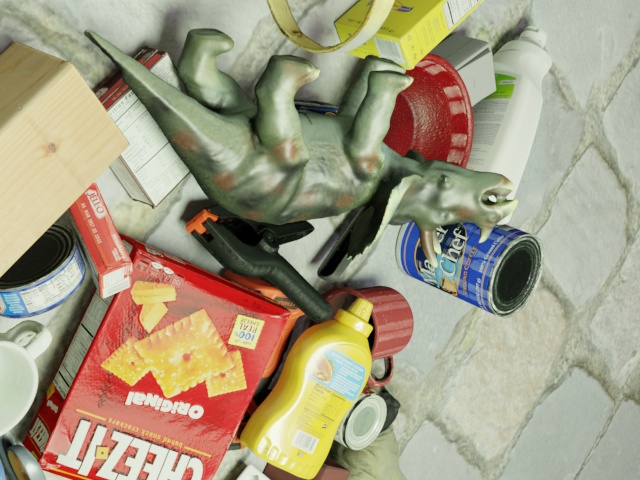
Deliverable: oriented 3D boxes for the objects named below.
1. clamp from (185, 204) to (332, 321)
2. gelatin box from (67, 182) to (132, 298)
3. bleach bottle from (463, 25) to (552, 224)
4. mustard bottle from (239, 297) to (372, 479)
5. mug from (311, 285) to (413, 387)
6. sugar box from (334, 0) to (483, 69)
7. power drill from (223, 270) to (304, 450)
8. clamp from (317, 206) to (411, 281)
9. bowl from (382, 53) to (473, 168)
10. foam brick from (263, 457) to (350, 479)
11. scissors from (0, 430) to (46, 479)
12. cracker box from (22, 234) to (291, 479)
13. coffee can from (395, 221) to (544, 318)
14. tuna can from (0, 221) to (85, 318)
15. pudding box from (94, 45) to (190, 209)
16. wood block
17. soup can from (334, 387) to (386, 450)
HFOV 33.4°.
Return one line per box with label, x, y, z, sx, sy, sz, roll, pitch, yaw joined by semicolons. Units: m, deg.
clamp;-0.057;0.001;1.049;0.039;0.120;0.171;-39;127;24
gelatin box;-0.180;0.001;0.869;0.030;0.073;0.089;-23;170;-16
bleach bottle;0.209;-0.140;1.214;0.068;0.103;0.250;45;62;-40
mustard bottle;0.000;0.145;1.104;0.096;0.058;0.191;34;84;-36
mug;0.054;0.105;1.191;0.081;0.093;0.117;-6;76;-50
sugar box;0.107;-0.248;1.080;0.176;0.093;0.048;-47;137;-21
power drill;-0.087;0.125;1.087;0.184;0.057;0.188;6;107;-52
clamp;0.065;-0.065;1.168;0.209;0.036;0.164;-26;120;-40
bowl;0.088;-0.114;1.114;0.161;0.055;0.162;-9;103;-42
foam brick;-0.016;0.266;1.215;0.052;0.078;0.051;27;87;-50
scissors;-0.252;0.228;0.940;0.016;0.096;0.202;-35;128;-28
cracker box;-0.147;0.125;0.971;0.164;0.072;0.214;26;89;-26
coffee can;0.173;0.018;1.244;0.102;0.141;0.103;-23;124;-38
tuna can;-0.234;0.023;0.858;0.086;0.086;0.034;-37;134;-28
pudding box;-0.149;-0.097;0.925;0.090;0.039;0.113;-47;135;-20
wood block;-0.256;-0.041;0.799;0.206;0.090;0.090;-49;136;-18
soup can;0.015;0.181;1.186;0.068;0.102;0.068;-22;124;-39
